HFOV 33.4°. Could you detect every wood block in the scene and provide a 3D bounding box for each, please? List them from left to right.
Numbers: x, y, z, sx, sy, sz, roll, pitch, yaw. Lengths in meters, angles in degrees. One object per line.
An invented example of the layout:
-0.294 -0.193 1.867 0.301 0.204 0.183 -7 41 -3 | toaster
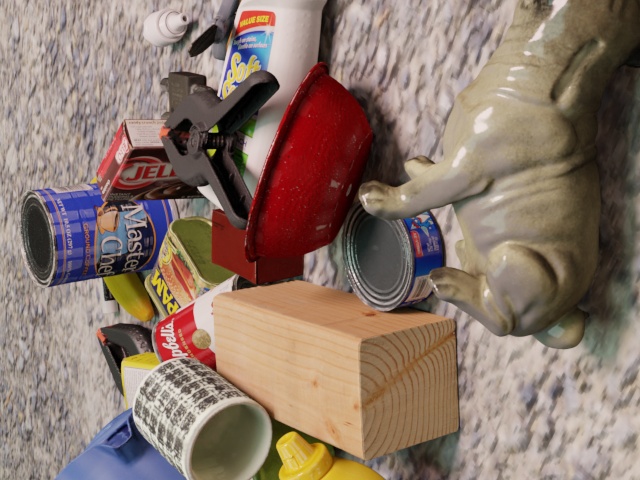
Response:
0.005 0.094 0.845 0.206 0.090 0.090 11 107 55 | wood block

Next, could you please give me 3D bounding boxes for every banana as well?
-0.237 0.007 1.227 0.070 0.037 0.198 -34 70 55 | banana

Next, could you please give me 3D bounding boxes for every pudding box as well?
-0.144 -0.075 1.002 0.090 0.113 0.039 -48 55 49 | pudding box

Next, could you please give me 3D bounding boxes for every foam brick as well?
-0.056 0.001 0.948 0.078 0.051 0.053 23 115 51 | foam brick

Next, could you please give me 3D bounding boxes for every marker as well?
-0.259 0.027 1.280 0.020 0.020 0.121 4 101 55 | marker

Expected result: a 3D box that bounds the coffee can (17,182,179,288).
-0.233 -0.011 1.125 0.103 0.140 0.103 19 113 53 | coffee can

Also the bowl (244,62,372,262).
-0.002 -0.049 0.805 0.055 0.162 0.162 21 123 7 | bowl

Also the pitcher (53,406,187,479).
-0.125 0.269 0.996 0.243 0.149 0.145 48 113 4 | pitcher

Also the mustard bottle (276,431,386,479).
0.027 0.221 0.795 0.096 0.058 0.191 -26 106 32 | mustard bottle

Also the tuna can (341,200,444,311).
0.054 0.008 0.803 0.086 0.033 0.086 19 113 53 | tuna can

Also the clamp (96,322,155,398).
-0.187 0.151 1.188 0.210 0.036 0.165 48 133 33 | clamp

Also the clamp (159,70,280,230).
-0.083 -0.088 0.860 0.172 0.039 0.120 32 107 52 | clamp

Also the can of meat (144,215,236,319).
-0.123 0.039 1.051 0.102 0.057 0.084 55 135 32 | can of meat

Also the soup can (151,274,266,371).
-0.094 0.080 0.974 0.102 0.068 0.068 -31 70 24 | soup can

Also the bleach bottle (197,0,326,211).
-0.044 -0.146 0.887 0.103 0.067 0.251 37 124 48 | bleach bottle

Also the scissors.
-0.079 -0.189 0.871 0.201 0.016 0.096 -72 -2 -84 | scissors
